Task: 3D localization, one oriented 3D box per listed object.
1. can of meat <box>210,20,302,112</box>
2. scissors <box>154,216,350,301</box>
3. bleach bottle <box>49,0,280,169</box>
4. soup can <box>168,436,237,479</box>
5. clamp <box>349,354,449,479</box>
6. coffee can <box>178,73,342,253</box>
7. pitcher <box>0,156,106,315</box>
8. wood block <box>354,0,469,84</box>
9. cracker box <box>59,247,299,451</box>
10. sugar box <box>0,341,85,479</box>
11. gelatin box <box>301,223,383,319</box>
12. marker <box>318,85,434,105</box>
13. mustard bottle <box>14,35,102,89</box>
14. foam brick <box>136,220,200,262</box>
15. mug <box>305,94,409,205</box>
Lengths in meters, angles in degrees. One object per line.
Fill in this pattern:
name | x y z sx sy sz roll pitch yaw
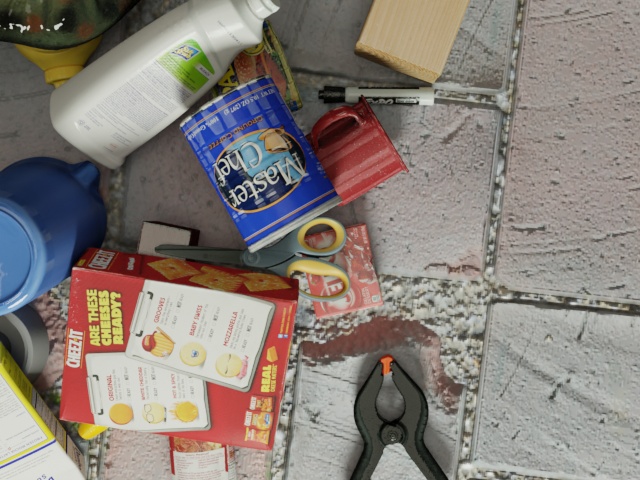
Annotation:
can of meat | -0.073 -0.167 1.102 0.084 0.057 0.102 -21 92 -1
scissors | -0.057 0.001 1.076 0.201 0.016 0.096 21 81 -13
bleach bottle | -0.142 -0.168 1.039 0.251 0.102 0.068 -29 50 22
soup can | -0.122 0.237 1.112 0.068 0.068 0.102 -4 93 1
clamp | 0.067 0.210 1.124 0.120 0.039 0.171 -13 86 -3
coffee can | -0.057 -0.073 1.022 0.103 0.103 0.140 -30 91 1
pitcher | -0.296 0.003 1.018 0.145 0.243 0.149 2 99 -2
wood block | 0.113 -0.274 1.079 0.091 0.090 0.206 21 92 -1
cracker box | -0.137 0.105 1.047 0.213 0.072 0.164 9 108 -1
sugar box | -0.322 0.194 1.089 0.093 0.048 0.176 -24 122 1
gelatin box | 0.021 0.032 1.121 0.073 0.030 0.089 -12 92 1
marker | 0.058 -0.152 1.119 0.121 0.020 0.020 1 92 1
mustard bottle | -0.275 -0.238 1.100 0.096 0.058 0.191 -9 93 -5
foam brick | -0.157 0.009 1.099 0.051 0.078 0.053 11 90 0
mug | 0.028 -0.093 1.078 0.081 0.117 0.093 -31 58 6
